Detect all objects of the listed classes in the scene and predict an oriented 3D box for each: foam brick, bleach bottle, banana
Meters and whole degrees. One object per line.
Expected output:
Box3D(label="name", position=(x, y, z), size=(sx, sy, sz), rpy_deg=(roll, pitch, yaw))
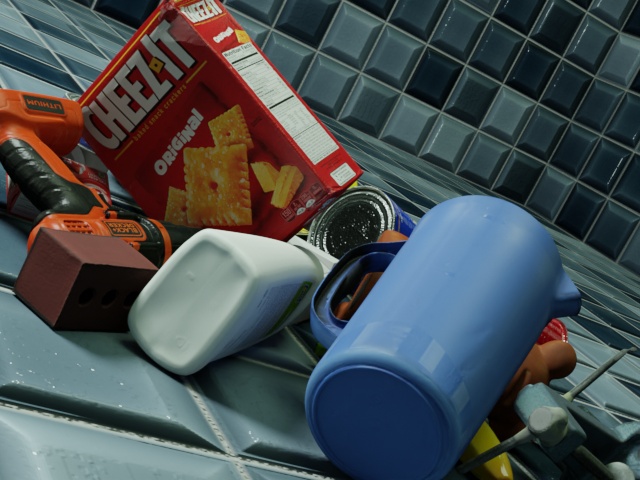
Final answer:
Box3D(label="foam brick", position=(-0.160, 0.028, 0.735), size=(0.051, 0.053, 0.078), rpy_deg=(33, 13, 31))
Box3D(label="bleach bottle", position=(-0.055, 0.046, 0.836), size=(0.068, 0.102, 0.250), rpy_deg=(42, 7, 13))
Box3D(label="banana", position=(0.084, 0.138, 0.866), size=(0.198, 0.037, 0.069), rpy_deg=(32, 29, 30))

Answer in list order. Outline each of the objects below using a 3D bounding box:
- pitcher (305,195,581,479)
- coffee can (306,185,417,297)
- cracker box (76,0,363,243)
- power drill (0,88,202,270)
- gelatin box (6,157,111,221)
Box3D(label="pitcher", position=(0.075, 0.068, 0.773), size=(0.145, 0.149, 0.242), rpy_deg=(53, 35, -4))
Box3D(label="coffee can", position=(0.066, 0.020, 1.101), size=(0.103, 0.103, 0.140), rpy_deg=(38, 0, 44))
Box3D(label="cracker box", position=(-0.095, -0.082, 0.918), size=(0.213, 0.164, 0.072), rpy_deg=(50, 32, 0))
Box3D(label="power drill", position=(-0.186, -0.039, 0.863), size=(0.188, 0.057, 0.184), rpy_deg=(49, 23, 25))
Box3D(label="gelatin box", position=(-0.224, -0.042, 0.921), size=(0.089, 0.030, 0.073), rpy_deg=(20, 30, -29))
